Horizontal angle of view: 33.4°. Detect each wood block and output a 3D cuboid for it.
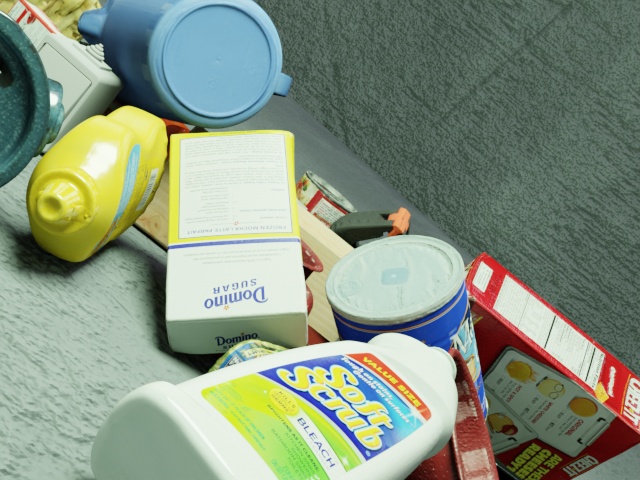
[{"bbox_3d":[-0.056,0.001,0.928,0.206,0.091,0.090,38,9,-8],"label":"wood block"}]

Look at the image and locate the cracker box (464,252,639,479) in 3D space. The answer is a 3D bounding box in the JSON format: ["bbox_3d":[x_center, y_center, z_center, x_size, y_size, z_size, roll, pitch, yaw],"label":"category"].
[{"bbox_3d":[0.175,0.130,0.998,0.213,0.164,0.072,38,45,-6],"label":"cracker box"}]

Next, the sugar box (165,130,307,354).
[{"bbox_3d":[-0.060,-0.003,0.749,0.048,0.093,0.176,90,-3,-50],"label":"sugar box"}]

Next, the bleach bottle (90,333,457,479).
[{"bbox_3d":[0.002,0.094,0.564,0.103,0.068,0.250,47,29,16],"label":"bleach bottle"}]

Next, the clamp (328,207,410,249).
[{"bbox_3d":[0.033,0.029,1.017,0.120,0.172,0.039,40,46,-23],"label":"clamp"}]

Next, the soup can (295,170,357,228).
[{"bbox_3d":[-0.019,-0.011,1.097,0.068,0.102,0.068,39,9,-8],"label":"soup can"}]

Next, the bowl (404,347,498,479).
[{"bbox_3d":[0.082,0.157,0.721,0.162,0.055,0.162,-13,90,-76],"label":"bowl"}]

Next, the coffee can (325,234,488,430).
[{"bbox_3d":[0.068,0.081,0.812,0.103,0.102,0.140,-126,-162,-56],"label":"coffee can"}]

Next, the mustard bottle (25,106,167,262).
[{"bbox_3d":[-0.151,-0.036,0.708,0.058,0.096,0.191,25,11,-2],"label":"mustard bottle"}]

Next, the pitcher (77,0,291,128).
[{"bbox_3d":[-0.108,-0.160,0.931,0.145,0.149,0.243,65,-12,-20],"label":"pitcher"}]
